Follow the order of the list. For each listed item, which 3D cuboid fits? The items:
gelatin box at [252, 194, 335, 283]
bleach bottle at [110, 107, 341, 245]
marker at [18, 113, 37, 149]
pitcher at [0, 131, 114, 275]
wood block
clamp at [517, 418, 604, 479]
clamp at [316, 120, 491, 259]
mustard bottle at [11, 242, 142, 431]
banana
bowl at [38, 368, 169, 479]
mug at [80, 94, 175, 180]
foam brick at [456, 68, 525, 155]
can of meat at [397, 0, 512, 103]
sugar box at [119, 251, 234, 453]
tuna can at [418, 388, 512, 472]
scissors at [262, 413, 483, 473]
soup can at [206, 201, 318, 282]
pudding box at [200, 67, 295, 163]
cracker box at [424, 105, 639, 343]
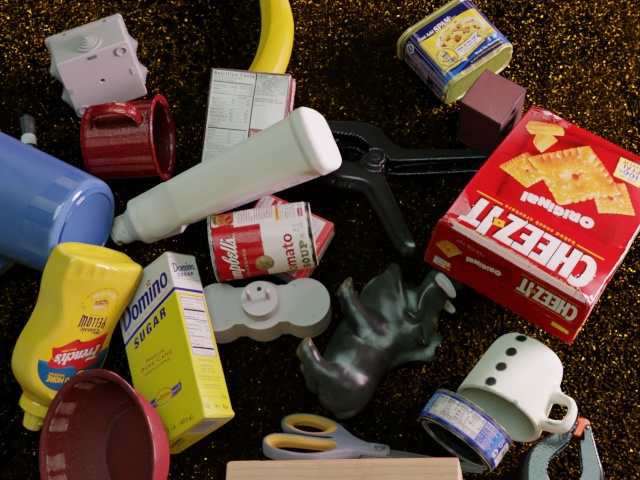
[{"bbox_3d":[-0.040,-0.001,1.121,0.089,0.030,0.073,25,71,15],"label":"gelatin box"},{"bbox_3d":[-0.108,-0.055,1.093,0.251,0.102,0.068,-23,88,13],"label":"bleach bottle"},{"bbox_3d":[-0.323,-0.088,1.188,0.020,0.020,0.121,-12,64,-2],"label":"marker"},{"bbox_3d":[-0.341,-0.040,1.101,0.243,0.149,0.144,22,58,19],"label":"pitcher"},{"bbox_3d":[0.023,0.249,0.953,0.206,0.091,0.090,-3,63,10],"label":"wood block"},{"bbox_3d":[0.203,0.243,0.987,0.120,0.039,0.171,15,67,8],"label":"clamp"},{"bbox_3d":[0.068,-0.081,1.141,0.210,0.036,0.164,35,58,26],"label":"clamp"},{"bbox_3d":[-0.249,0.099,1.044,0.058,0.096,0.192,31,102,35],"label":"mustard bottle"},{"bbox_3d":[-0.067,-0.217,1.219,0.070,0.037,0.197,17,67,10],"label":"banana"},{"bbox_3d":[-0.192,0.201,0.999,0.162,0.055,0.162,-5,82,38],"label":"bowl"},{"bbox_3d":[-0.209,-0.112,1.141,0.081,0.117,0.093,-3,69,8],"label":"mug"},{"bbox_3d":[0.182,-0.134,1.141,0.051,0.078,0.053,32,71,19],"label":"foam brick"},{"bbox_3d":[0.151,-0.212,1.192,0.102,0.057,0.084,-35,70,-11],"label":"can of meat"},{"bbox_3d":[-0.146,0.109,1.045,0.093,0.048,0.176,-36,61,33],"label":"sugar box"},{"bbox_3d":[0.134,0.178,0.995,0.086,0.086,0.033,34,73,18],"label":"tuna can"},{"bbox_3d":[0.045,0.192,1.009,0.201,0.096,0.016,3,106,-6],"label":"scissors"},{"bbox_3d":[-0.057,0.001,1.067,0.102,0.068,0.068,-9,65,1],"label":"soup can"},{"bbox_3d":[-0.079,-0.127,1.158,0.090,0.039,0.113,7,87,8],"label":"pudding box"},{"bbox_3d":[0.229,-0.025,1.060,0.164,0.072,0.213,30,52,16],"label":"cracker box"}]
